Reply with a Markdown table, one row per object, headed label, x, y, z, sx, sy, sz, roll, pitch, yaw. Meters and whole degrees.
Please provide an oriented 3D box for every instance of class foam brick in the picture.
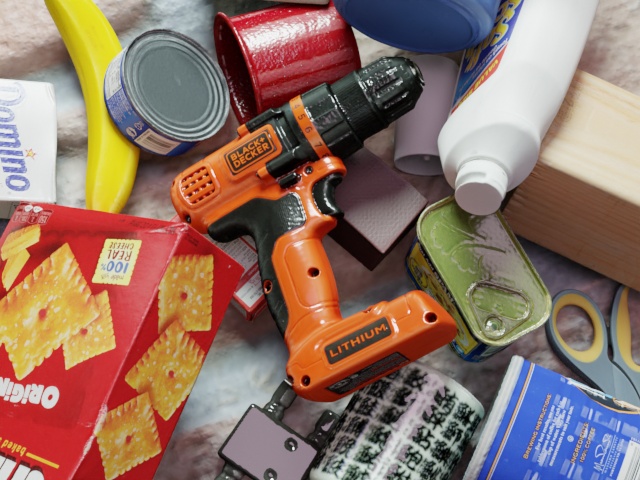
| label | x | y | z | sx | sy | sz | roll | pitch | yaw |
| --- | --- | --- | --- | --- | --- | --- | --- | --- | --- |
| foam brick | 0.028 | -0.026 | 0.746 | 0.078 | 0.051 | 0.053 | 41 | 74 | 8 |

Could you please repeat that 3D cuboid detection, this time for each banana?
| label | x | y | z | sx | sy | sz | roll | pitch | yaw |
| --- | --- | --- | --- | --- | --- | --- | --- | --- | --- |
| banana | -0.162 | -0.105 | 0.756 | 0.069 | 0.037 | 0.198 | -13 | 80 | -40 |

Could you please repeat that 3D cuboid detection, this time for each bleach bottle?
| label | x | y | z | sx | sy | sz | roll | pitch | yaw |
| --- | --- | --- | --- | --- | --- | --- | --- | --- | --- |
| bleach bottle | 0.134 | -0.117 | 0.711 | 0.068 | 0.103 | 0.250 | 35 | 48 | -16 |

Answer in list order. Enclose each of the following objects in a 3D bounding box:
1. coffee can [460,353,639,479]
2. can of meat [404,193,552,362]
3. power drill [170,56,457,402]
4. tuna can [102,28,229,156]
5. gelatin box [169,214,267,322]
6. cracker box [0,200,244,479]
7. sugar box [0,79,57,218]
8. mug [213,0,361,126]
| label | x | y | z | sx | sy | sz | roll | pitch | yaw |
| --- | --- | --- | --- | --- | --- | --- | --- | --- | --- |
| coffee can | 0.167 | 0.145 | 0.668 | 0.140 | 0.103 | 0.102 | 22 | 73 | 11 |
| can of meat | 0.101 | 0.028 | 0.717 | 0.057 | 0.084 | 0.102 | -26 | 77 | -11 |
| power drill | 0.012 | -0.007 | 0.673 | 0.184 | 0.057 | 0.188 | -30 | 66 | 11 |
| tuna can | -0.108 | -0.103 | 0.749 | 0.086 | 0.034 | 0.086 | 17 | 61 | -34 |
| gelatin box | -0.055 | 0.001 | 0.744 | 0.089 | 0.030 | 0.073 | 42 | 74 | 10 |
| cracker box | -0.162 | 0.086 | 0.648 | 0.164 | 0.072 | 0.213 | 9 | 68 | 39 |
| sugar box | -0.269 | -0.065 | 0.720 | 0.176 | 0.048 | 0.093 | 1 | 73 | -18 |
| mug | -0.018 | -0.114 | 0.755 | 0.081 | 0.093 | 0.117 | -19 | 90 | -14 |
